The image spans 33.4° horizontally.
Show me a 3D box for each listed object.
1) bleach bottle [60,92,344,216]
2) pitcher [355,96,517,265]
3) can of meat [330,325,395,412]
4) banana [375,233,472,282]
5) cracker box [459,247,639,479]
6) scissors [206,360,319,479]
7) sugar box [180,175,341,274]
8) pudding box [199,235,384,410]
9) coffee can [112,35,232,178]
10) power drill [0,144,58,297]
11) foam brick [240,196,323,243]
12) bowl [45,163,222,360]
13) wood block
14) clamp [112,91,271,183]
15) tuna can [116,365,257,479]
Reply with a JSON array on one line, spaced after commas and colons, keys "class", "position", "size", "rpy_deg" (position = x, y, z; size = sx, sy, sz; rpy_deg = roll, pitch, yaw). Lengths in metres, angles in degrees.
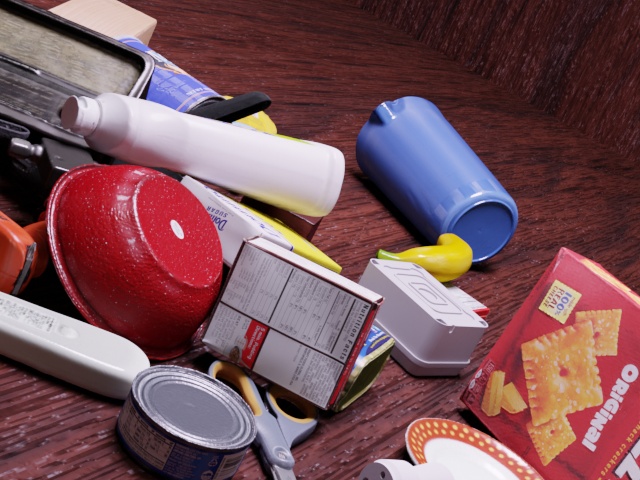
[{"class": "bleach bottle", "position": [-0.103, -0.079, 0.926], "size": [0.250, 0.068, 0.103], "rpy_deg": [13, 1, -41]}, {"class": "pitcher", "position": [0.155, -0.068, 1.371], "size": [0.149, 0.145, 0.243], "rpy_deg": [2, 32, -26]}, {"class": "can of meat", "position": [0.005, 0.086, 0.854], "size": [0.084, 0.057, 0.102], "rpy_deg": [33, 20, 15]}, {"class": "banana", "position": [0.128, 0.015, 1.138], "size": [0.070, 0.037, 0.197], "rpy_deg": [33, 16, 20]}, {"class": "cracker box", "position": [0.230, 0.131, 0.851], "size": [0.072, 0.164, 0.214], "rpy_deg": [20, 18, -42]}, {"class": "scissors", "position": [-0.016, 0.147, 0.728], "size": [0.096, 0.016, 0.202], "rpy_deg": [11, 24, -38]}, {"class": "sugar box", "position": [-0.056, 0.001, 0.943], "size": [0.093, 0.048, 0.176], "rpy_deg": [36, 2, 25]}, {"class": "pudding box", "position": [-0.022, 0.060, 0.788], "size": [0.113, 0.090, 0.039], "rpy_deg": [26, 8, 11]}, {"class": "coffee can", "position": [-0.179, -0.143, 1.143], "size": [0.140, 0.103, 0.102], "rpy_deg": [35, 21, 24]}, {"class": "power drill", "position": [-0.222, -0.019, 0.829], "size": [0.185, 0.057, 0.187], "rpy_deg": [34, 20, 20]}, {"class": "foam brick", "position": [-0.045, -0.018, 1.069], "size": [0.078, 0.051, 0.053], "rpy_deg": [28, 19, 5]}, {"class": "bowl", "position": [-0.122, 0.004, 0.786], "size": [0.162, 0.055, 0.162], "rpy_deg": [39, 34, -35]}, {"class": "wood block", "position": [-0.270, -0.227, 1.267], "size": [0.090, 0.090, 0.206], "rpy_deg": [25, 18, -6]}, {"class": "clamp", "position": [-0.156, -0.099, 1.043], "size": [0.210, 0.164, 0.036], "rpy_deg": [20, -21, 4]}, {"class": "tuna can", "position": [-0.086, 0.118, 0.683], "size": [0.086, 0.034, 0.086], "rpy_deg": [23, 19, -9]}]
